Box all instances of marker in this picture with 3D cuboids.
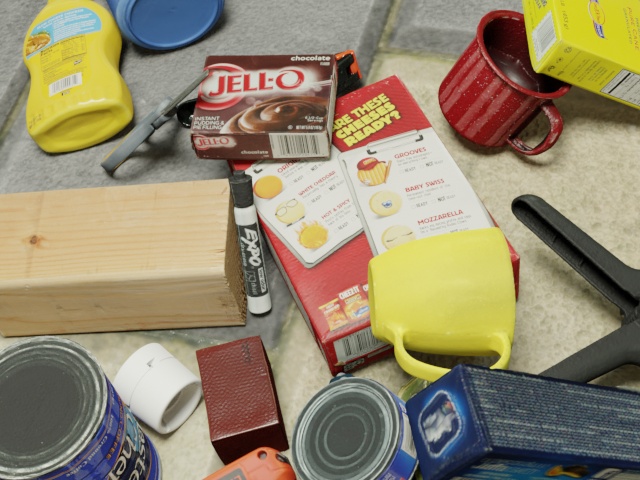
[{"bbox_3d":[-0.056,0.001,0.842,0.020,0.121,0.020,-6,25,3],"label":"marker"}]

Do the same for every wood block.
[{"bbox_3d":[-0.167,0.015,0.866,0.206,0.090,0.091,-3,57,7],"label":"wood block"}]

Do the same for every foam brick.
[{"bbox_3d":[-0.058,0.120,0.801,0.053,0.051,0.078,-14,56,-1],"label":"foam brick"}]

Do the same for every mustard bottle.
[{"bbox_3d":[-0.237,-0.177,1.025,0.096,0.058,0.191,-21,55,8],"label":"mustard bottle"}]

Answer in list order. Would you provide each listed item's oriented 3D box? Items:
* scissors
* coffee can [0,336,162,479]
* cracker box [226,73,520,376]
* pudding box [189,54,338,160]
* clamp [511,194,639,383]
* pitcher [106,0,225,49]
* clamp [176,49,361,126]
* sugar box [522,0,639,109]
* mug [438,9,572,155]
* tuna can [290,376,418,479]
[{"bbox_3d":[-0.127,-0.117,0.915,0.016,0.202,0.096,45,46,-12],"label":"scissors"},{"bbox_3d":[-0.179,0.145,0.750,0.103,0.140,0.103,-4,56,6],"label":"coffee can"},{"bbox_3d":[0.038,-0.016,0.863,0.164,0.072,0.214,-24,55,-7],"label":"cracker box"},{"bbox_3d":[-0.044,-0.110,0.873,0.113,0.039,0.090,2,54,6],"label":"pudding box"},{"bbox_3d":[0.227,0.063,0.763,0.210,0.036,0.164,16,63,-3],"label":"clamp"},{"bbox_3d":[-0.188,-0.310,1.060,0.149,0.145,0.243,-21,59,-5],"label":"pitcher"},{"bbox_3d":[-0.048,-0.130,0.966,0.171,0.039,0.120,-26,32,-22],"label":"clamp"},{"bbox_3d":[0.255,-0.159,0.887,0.176,0.048,0.093,13,54,-19],"label":"sugar box"},{"bbox_3d":[0.158,-0.123,0.897,0.093,0.082,0.117,-23,72,-37],"label":"mug"},{"bbox_3d":[0.023,0.136,0.718,0.086,0.033,0.086,-18,53,25],"label":"tuna can"}]
